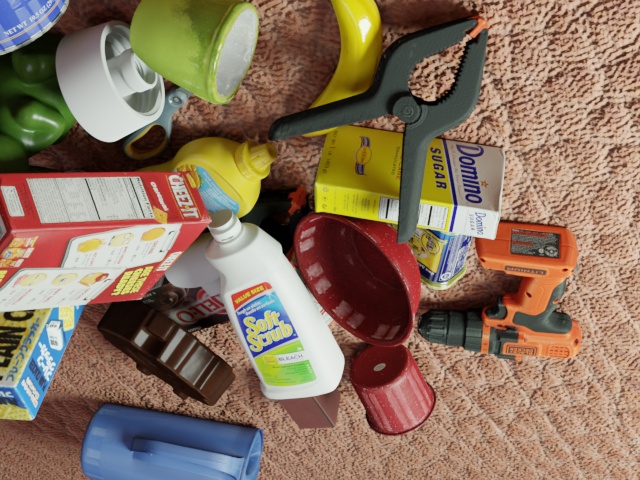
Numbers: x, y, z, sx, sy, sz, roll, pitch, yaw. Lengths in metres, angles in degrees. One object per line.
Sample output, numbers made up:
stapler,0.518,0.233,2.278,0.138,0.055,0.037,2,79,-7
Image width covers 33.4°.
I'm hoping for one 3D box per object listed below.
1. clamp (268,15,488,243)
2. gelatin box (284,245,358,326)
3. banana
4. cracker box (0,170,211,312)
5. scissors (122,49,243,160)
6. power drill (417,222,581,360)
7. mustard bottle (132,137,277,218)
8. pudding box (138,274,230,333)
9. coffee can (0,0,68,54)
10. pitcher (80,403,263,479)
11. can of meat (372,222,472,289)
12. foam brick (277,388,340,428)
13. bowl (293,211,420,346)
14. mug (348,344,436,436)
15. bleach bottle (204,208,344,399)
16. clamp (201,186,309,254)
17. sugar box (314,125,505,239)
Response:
clamp,0.081,-0.108,0.950,0.210,0.036,0.164,-42,103,14
gelatin box,-0.010,0.052,1.178,0.089,0.030,0.073,26,137,-13
banana,0.021,-0.163,0.980,0.070,0.037,0.198,24,140,15
cracker box,-0.241,0.000,1.041,0.213,0.072,0.164,-4,153,-41
scissors,-0.162,-0.148,1.059,0.096,0.016,0.202,28,137,-16
power drill,0.200,0.059,1.164,0.184,0.057,0.188,4,141,6
mustard bottle,-0.120,-0.058,1.117,0.192,0.058,0.096,-23,122,35
pudding box,-0.151,0.065,1.279,0.114,0.039,0.090,-19,131,33
coffee can,-0.297,-0.246,0.920,0.103,0.102,0.140,-6,136,22
pitcher,-0.209,0.303,1.496,0.243,0.145,0.149,11,119,8
can of meat,0.106,-0.014,1.083,0.102,0.057,0.084,37,143,25
foam brick,-0.014,0.202,1.386,0.051,0.053,0.078,-10,133,25
bowl,0.048,0.028,1.085,0.162,0.055,0.162,34,144,28
mug,0.078,0.174,1.313,0.117,0.093,0.081,26,151,48
bleach bottle,-0.062,0.067,1.139,0.103,0.068,0.250,-8,132,24
clamp,-0.058,0.001,1.182,0.120,0.039,0.172,35,139,-23
sugar box,0.087,-0.059,1.032,0.176,0.093,0.048,7,138,7
